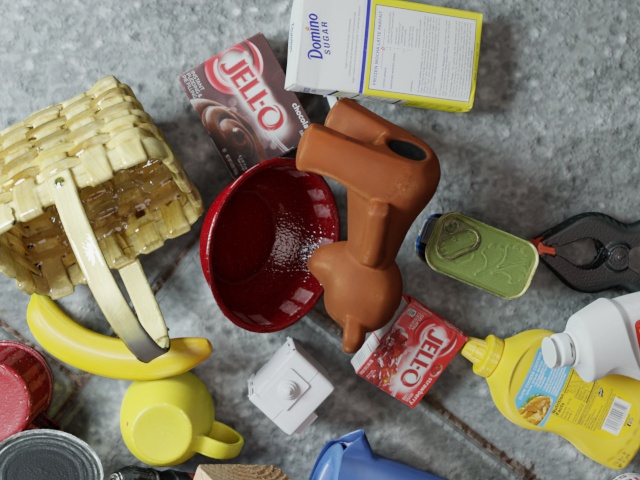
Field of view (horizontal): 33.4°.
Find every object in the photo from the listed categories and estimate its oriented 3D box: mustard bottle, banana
[{"bbox_3d":[0.223,0.140,1.028,0.191,0.058,0.096,25,90,-5],"label":"mustard bottle"},{"bbox_3d":[-0.197,0.093,0.985,0.198,0.037,0.070,19,105,13],"label":"banana"}]

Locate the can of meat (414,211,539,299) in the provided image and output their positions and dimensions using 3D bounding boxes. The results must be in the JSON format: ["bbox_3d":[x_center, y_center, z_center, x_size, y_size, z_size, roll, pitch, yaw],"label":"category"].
[{"bbox_3d":[0.143,0.011,1.002,0.102,0.084,0.057,22,92,-5],"label":"can of meat"}]

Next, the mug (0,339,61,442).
[{"bbox_3d":[-0.289,0.151,0.980,0.117,0.081,0.093,40,90,-5],"label":"mug"}]

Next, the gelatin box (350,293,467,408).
[{"bbox_3d":[0.085,0.105,1.016,0.073,0.030,0.089,33,101,-20],"label":"gelatin box"}]

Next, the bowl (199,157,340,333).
[{"bbox_3d":[-0.056,0.001,0.979,0.161,0.055,0.162,-13,108,-43],"label":"bowl"}]

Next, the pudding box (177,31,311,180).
[{"bbox_3d":[-0.068,-0.125,1.001,0.090,0.039,0.113,-29,96,-3],"label":"pudding box"}]

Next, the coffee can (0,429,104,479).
[{"bbox_3d":[-0.252,0.253,0.949,0.102,0.102,0.140,14,126,-5],"label":"coffee can"}]

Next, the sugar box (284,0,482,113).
[{"bbox_3d":[0.059,-0.175,0.989,0.176,0.048,0.093,6,89,-13],"label":"sugar box"}]

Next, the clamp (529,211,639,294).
[{"bbox_3d":[0.289,0.024,1.037,0.171,0.039,0.120,-3,91,-4],"label":"clamp"}]
